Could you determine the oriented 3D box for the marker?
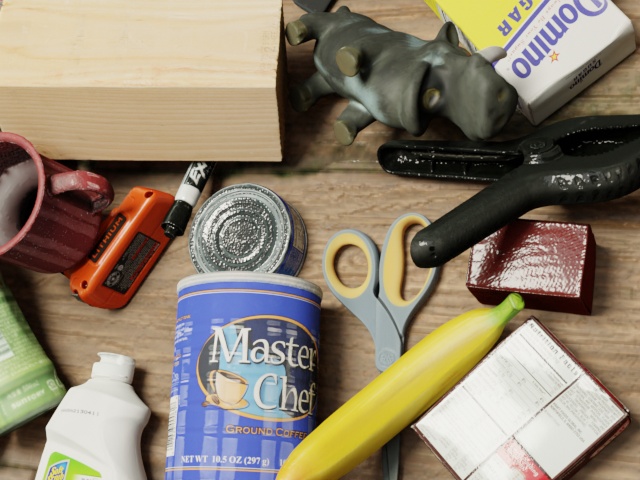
[{"bbox_3d":[-0.093,-0.053,0.822,0.020,0.020,0.121,10,61,23],"label":"marker"}]

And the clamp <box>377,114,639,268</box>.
[{"bbox_3d":[0.142,-0.042,0.701,0.210,0.036,0.164,-10,29,7],"label":"clamp"}]

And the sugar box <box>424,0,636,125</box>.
[{"bbox_3d":[0.136,-0.178,0.777,0.093,0.048,0.176,-38,63,3],"label":"sugar box"}]

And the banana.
[{"bbox_3d":[0.048,0.100,0.695,0.197,0.069,0.037,-39,69,-11],"label":"banana"}]

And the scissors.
[{"bbox_3d":[0.032,0.074,0.757,0.096,0.016,0.201,11,78,23],"label":"scissors"}]

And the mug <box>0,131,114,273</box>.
[{"bbox_3d":[-0.204,-0.026,0.775,0.117,0.081,0.093,-17,69,20],"label":"mug"}]

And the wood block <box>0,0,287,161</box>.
[{"bbox_3d":[-0.130,-0.120,0.795,0.206,0.091,0.090,1,58,3],"label":"wood block"}]

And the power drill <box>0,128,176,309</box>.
[{"bbox_3d":[-0.200,-0.046,0.859,0.188,0.057,0.184,33,91,28],"label":"power drill"}]

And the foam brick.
[{"bbox_3d":[0.142,0.016,0.713,0.078,0.053,0.051,6,76,21],"label":"foam brick"}]

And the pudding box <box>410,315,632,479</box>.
[{"bbox_3d":[0.130,0.119,0.695,0.113,0.039,0.090,-42,64,2],"label":"pudding box"}]

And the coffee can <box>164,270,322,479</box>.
[{"bbox_3d":[-0.052,0.101,0.733,0.103,0.102,0.140,-4,73,19],"label":"coffee can"}]

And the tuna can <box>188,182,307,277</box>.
[{"bbox_3d":[-0.055,0.001,0.802,0.086,0.033,0.086,-6,72,19],"label":"tuna can"}]

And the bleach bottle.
[{"bbox_3d":[-0.163,0.207,0.766,0.103,0.068,0.251,2,73,21],"label":"bleach bottle"}]
